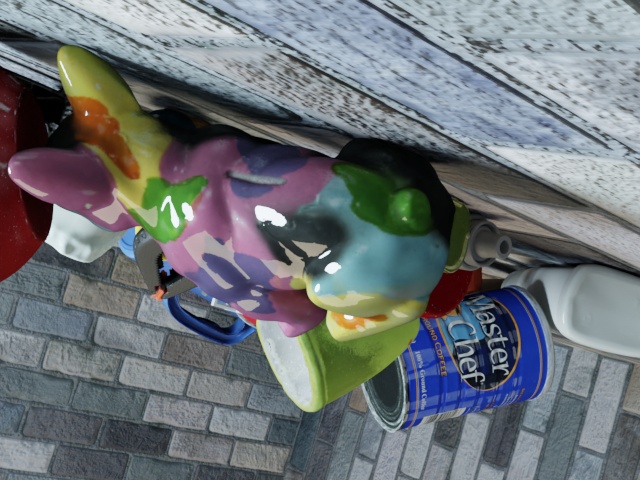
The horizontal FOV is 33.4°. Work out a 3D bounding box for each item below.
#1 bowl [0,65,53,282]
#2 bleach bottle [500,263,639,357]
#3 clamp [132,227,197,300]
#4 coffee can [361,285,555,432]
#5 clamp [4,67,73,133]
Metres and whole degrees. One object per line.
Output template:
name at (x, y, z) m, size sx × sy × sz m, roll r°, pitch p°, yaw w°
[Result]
bowl at (-0.194, -0.042, 0.625) m, size 0.055 × 0.162 × 0.162 m, roll -5°, pitch 177°, yaw -1°
bleach bottle at (0.224, 0.056, 0.996) m, size 0.102 × 0.068 × 0.251 m, roll 17°, pitch 179°, yaw -11°
clamp at (-0.135, -0.011, 1.043) m, size 0.164 × 0.036 × 0.210 m, roll 23°, pitch 137°, yaw -22°
coffee can at (0.114, 0.100, 0.918) m, size 0.140 × 0.103 × 0.103 m, roll -9°, pitch -175°, yaw -19°
clamp at (-0.170, -0.084, 0.749) m, size 0.120 × 0.039 × 0.171 m, roll 32°, pitch -173°, yaw 19°
